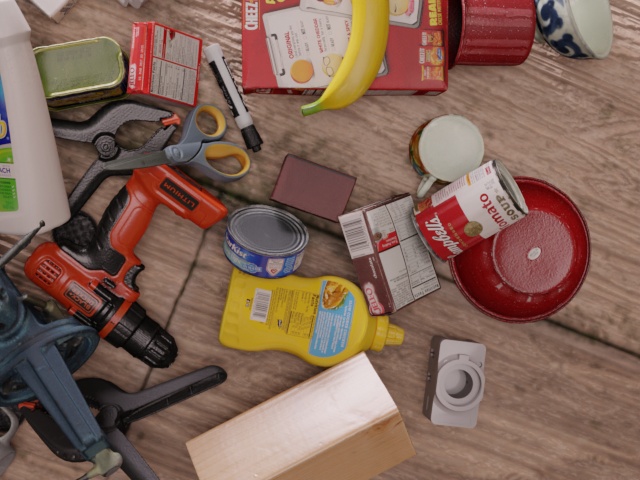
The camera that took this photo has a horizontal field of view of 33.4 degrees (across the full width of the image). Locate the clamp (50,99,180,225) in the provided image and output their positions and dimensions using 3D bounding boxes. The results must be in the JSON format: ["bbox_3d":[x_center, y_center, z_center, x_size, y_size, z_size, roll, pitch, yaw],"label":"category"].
[{"bbox_3d":[-0.232,-0.105,1.105,0.171,0.039,0.120,-32,112,-7],"label":"clamp"}]

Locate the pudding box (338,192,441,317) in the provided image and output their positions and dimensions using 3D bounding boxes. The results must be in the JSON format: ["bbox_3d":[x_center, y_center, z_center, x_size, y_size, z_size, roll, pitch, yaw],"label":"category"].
[{"bbox_3d":[0.074,0.014,1.115,0.089,0.039,0.113,-21,95,-49],"label":"pudding box"}]

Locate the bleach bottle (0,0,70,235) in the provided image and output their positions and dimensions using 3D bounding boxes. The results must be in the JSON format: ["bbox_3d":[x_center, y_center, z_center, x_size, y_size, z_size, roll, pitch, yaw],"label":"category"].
[{"bbox_3d":[-0.309,-0.133,1.025,0.103,0.068,0.251,7,114,32],"label":"bleach bottle"}]

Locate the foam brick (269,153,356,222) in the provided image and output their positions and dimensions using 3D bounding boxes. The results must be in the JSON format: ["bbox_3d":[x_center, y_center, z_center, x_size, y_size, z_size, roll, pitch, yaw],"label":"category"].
[{"bbox_3d":[-0.009,-0.054,1.123,0.078,0.053,0.051,19,89,-4],"label":"foam brick"}]

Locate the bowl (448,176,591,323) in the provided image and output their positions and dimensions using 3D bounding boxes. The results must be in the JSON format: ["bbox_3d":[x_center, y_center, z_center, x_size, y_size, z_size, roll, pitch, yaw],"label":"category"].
[{"bbox_3d":[0.221,0.011,1.144,0.162,0.055,0.162,0,91,-5],"label":"bowl"}]

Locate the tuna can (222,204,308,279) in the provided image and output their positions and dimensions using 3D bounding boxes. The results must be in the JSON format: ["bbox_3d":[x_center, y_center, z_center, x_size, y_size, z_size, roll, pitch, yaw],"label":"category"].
[{"bbox_3d":[-0.057,0.001,1.102,0.086,0.086,0.034,12,125,-6],"label":"tuna can"}]

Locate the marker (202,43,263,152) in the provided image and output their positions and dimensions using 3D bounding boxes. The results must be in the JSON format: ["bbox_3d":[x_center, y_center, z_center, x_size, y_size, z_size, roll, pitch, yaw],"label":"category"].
[{"bbox_3d":[-0.091,-0.150,1.130,0.020,0.020,0.121,-24,93,-5],"label":"marker"}]

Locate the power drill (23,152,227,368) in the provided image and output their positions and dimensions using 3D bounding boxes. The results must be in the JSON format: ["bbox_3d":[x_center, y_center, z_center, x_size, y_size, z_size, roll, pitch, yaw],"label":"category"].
[{"bbox_3d":[-0.181,0.019,1.095,0.184,0.057,0.187,39,93,-13],"label":"power drill"}]

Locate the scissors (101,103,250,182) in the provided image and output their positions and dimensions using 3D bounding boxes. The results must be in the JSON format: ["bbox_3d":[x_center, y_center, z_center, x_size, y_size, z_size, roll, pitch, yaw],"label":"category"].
[{"bbox_3d":[-0.146,-0.101,1.065,0.016,0.201,0.096,-28,69,35],"label":"scissors"}]

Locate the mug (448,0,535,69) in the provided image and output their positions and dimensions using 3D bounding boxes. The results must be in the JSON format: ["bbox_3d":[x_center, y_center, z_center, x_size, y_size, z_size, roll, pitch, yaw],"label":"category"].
[{"bbox_3d":[0.174,-0.236,1.126,0.081,0.093,0.117,0,67,-10],"label":"mug"}]

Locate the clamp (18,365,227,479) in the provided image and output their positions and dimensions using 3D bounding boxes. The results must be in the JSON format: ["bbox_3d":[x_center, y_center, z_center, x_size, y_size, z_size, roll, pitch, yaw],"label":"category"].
[{"bbox_3d":[-0.204,0.179,1.089,0.210,0.036,0.164,12,52,19],"label":"clamp"}]

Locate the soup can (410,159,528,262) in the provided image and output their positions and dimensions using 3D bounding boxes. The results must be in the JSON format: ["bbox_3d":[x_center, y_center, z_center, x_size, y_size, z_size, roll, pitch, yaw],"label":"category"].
[{"bbox_3d":[0.153,-0.030,1.098,0.102,0.068,0.068,-31,94,19],"label":"soup can"}]

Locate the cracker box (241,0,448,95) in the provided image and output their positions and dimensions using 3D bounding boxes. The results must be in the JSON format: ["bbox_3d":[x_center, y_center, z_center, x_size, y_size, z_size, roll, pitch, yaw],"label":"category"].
[{"bbox_3d":[0.024,-0.235,1.115,0.213,0.072,0.164,0,90,-5],"label":"cracker box"}]

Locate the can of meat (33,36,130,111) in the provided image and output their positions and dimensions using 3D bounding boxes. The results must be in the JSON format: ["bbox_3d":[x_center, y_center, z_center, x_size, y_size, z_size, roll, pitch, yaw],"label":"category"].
[{"bbox_3d":[-0.244,-0.169,1.083,0.102,0.084,0.057,-11,92,-5],"label":"can of meat"}]

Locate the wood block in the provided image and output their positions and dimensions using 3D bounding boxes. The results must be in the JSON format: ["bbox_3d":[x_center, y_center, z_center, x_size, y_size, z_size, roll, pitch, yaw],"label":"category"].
[{"bbox_3d":[-0.020,0.213,1.091,0.206,0.090,0.091,-27,136,-5],"label":"wood block"}]

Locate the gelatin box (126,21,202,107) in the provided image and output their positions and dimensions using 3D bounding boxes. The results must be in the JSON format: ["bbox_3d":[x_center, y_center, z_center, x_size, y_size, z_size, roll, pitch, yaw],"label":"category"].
[{"bbox_3d":[-0.159,-0.178,1.090,0.030,0.089,0.073,5,90,29],"label":"gelatin box"}]

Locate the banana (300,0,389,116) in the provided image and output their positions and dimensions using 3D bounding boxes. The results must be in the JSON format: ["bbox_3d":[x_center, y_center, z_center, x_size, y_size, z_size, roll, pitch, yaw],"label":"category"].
[{"bbox_3d":[0.035,-0.214,1.060,0.069,0.037,0.198,13,90,-5],"label":"banana"}]

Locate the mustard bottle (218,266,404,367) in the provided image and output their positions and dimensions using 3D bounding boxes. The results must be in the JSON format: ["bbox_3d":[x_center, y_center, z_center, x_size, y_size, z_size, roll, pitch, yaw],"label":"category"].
[{"bbox_3d":[-0.006,0.082,1.121,0.191,0.058,0.096,12,81,-5],"label":"mustard bottle"}]
